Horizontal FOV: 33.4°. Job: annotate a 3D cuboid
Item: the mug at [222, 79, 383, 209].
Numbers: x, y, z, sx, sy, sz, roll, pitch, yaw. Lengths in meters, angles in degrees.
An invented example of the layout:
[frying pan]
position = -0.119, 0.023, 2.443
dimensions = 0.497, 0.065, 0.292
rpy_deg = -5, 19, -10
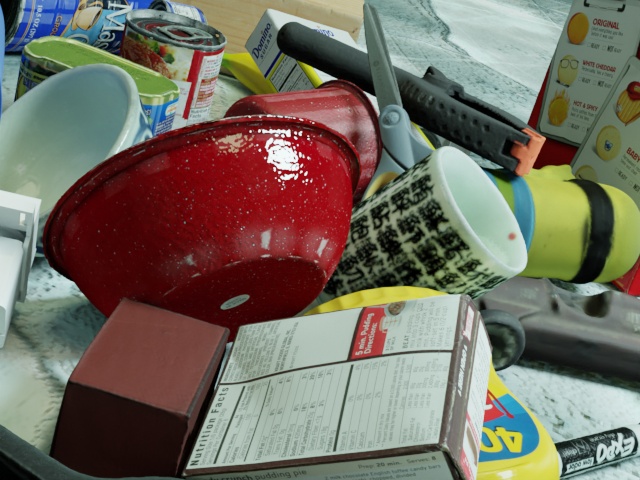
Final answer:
[mug]
position = -0.024, -0.059, 0.730
dimensions = 0.081, 0.093, 0.117
rpy_deg = -12, 5, -39

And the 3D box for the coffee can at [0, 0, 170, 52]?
[coffee can]
position = -0.212, -0.208, 0.892
dimensions = 0.140, 0.103, 0.103
rpy_deg = -8, 35, -44

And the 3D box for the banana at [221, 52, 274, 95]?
[banana]
position = -0.039, -0.118, 0.902
dimensions = 0.069, 0.037, 0.198
rpy_deg = -13, 32, -17

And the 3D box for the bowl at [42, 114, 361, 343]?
[bowl]
position = -0.049, 0.008, 0.517
dimensions = 0.161, 0.162, 0.055
rpy_deg = -1, 59, -35

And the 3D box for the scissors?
[scissors]
position = 0.065, -0.070, 0.676
dimensions = 0.096, 0.201, 0.016
rpy_deg = -3, -21, 22

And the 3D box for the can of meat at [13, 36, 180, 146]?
[can of meat]
position = -0.143, -0.070, 0.664
dimensions = 0.102, 0.084, 0.057
rpy_deg = 22, 24, 11

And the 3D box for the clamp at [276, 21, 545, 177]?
[clamp]
position = 0.071, -0.101, 0.753
dimensions = 0.164, 0.036, 0.210
rpy_deg = 11, 20, -33

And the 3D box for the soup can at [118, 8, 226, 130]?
[soup can]
position = -0.108, -0.096, 0.719
dimensions = 0.068, 0.102, 0.068
rpy_deg = 14, 24, -7

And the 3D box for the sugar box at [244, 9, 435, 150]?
[sugar box]
position = 0.018, -0.104, 0.830
dimensions = 0.093, 0.048, 0.176
rpy_deg = 7, 38, -42

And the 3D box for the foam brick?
[foam brick]
position = -0.075, 0.068, 0.449
dimensions = 0.051, 0.053, 0.078
rpy_deg = 18, 24, 1

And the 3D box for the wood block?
[wood block]
position = -0.069, -0.207, 0.999
dimensions = 0.206, 0.091, 0.090
rpy_deg = 15, 24, -5

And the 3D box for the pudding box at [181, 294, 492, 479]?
[pudding box]
position = 0.009, 0.069, 0.436
dimensions = 0.114, 0.039, 0.090
rpy_deg = -12, 34, 23
